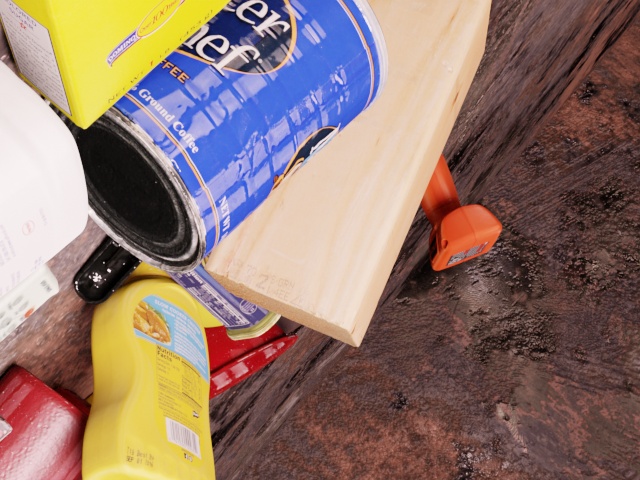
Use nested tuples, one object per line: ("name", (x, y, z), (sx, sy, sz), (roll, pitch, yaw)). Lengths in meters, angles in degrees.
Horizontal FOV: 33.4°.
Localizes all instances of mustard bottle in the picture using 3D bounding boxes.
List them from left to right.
("mustard bottle", (-0.110, 0.084, 0.698), (0.058, 0.191, 0.096), (-26, 138, 23))

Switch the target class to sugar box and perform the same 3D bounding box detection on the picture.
("sugar box", (-0.074, -0.119, 0.372), (0.093, 0.048, 0.176), (-47, 171, -19))

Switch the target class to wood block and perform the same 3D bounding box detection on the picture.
("wood block", (0.020, -0.052, 0.631), (0.091, 0.090, 0.206), (66, 47, -76))

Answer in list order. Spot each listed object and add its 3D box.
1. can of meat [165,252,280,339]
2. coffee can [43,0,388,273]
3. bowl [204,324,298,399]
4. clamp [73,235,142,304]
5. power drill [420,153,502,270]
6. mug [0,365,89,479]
("can of meat", (-0.055, 0.001, 0.718), (0.058, 0.084, 0.102), (-13, -141, 51))
("coffee can", (-0.048, -0.067, 0.517), (0.140, 0.103, 0.103), (-45, 169, -29))
("bowl", (-0.101, 0.100, 0.895), (0.162, 0.055, 0.162), (-30, 171, -5))
("clamp", (-0.065, -0.050, 0.638), (0.209, 0.036, 0.165), (-49, -172, -17))
("power drill", (0.093, -0.077, 0.910), (0.057, 0.188, 0.184), (-20, 167, -2))
("mug", (-0.180, 0.141, 0.682), (0.081, 0.117, 0.093), (-53, 162, -15))
